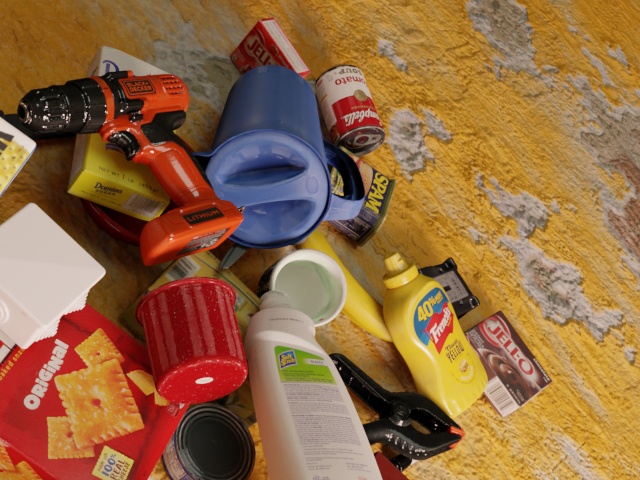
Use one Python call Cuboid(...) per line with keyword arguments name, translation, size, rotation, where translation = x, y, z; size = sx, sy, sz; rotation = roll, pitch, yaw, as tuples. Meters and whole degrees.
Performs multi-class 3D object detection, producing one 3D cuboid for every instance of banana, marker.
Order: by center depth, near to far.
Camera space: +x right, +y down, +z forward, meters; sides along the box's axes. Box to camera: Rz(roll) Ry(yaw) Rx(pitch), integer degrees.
Cuboid(name="marker", translation=(0.114, 0.228, 1.179), size=(0.120, 0.020, 0.020), rotation=(-21, 75, -47))
Cuboid(name="banana", translation=(0.029, 0.046, 1.232), size=(0.198, 0.037, 0.069), rotation=(54, 42, 6))

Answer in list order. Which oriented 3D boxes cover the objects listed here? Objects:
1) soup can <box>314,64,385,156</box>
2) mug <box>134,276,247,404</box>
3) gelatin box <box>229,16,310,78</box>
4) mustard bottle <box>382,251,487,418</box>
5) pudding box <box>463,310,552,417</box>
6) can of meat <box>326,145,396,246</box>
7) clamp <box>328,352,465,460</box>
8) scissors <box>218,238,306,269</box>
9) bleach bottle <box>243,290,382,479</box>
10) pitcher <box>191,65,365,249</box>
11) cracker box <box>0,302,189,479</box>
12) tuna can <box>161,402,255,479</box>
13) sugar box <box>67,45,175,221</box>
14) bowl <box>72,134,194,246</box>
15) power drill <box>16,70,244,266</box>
Cuboid(name="soup can", translation=(0.037, -0.167, 1.379), size=(0.068, 0.069, 0.102), rotation=(5, 56, -38))
Cuboid(name="mug", translation=(-0.108, 0.096, 0.948), size=(0.117, 0.093, 0.081), rotation=(66, 6, -58))
Cuboid(name="gelatin box", translation=(-0.064, -0.221, 1.328), size=(0.030, 0.073, 0.089), rotation=(-24, 77, -48))
Cuboid(name="mustard bottle", translation=(0.120, 0.101, 1.215), size=(0.096, 0.058, 0.191), rotation=(-35, 102, -45))
Cuboid(name="pudding box", translation=(0.223, 0.151, 1.316), size=(0.089, 0.039, 0.113), rotation=(-23, 76, -48))
Cuboid(name="can of meat", translation=(0.037, -0.056, 1.303), size=(0.084, 0.058, 0.102), rotation=(33, 43, -12))
Cuboid(name="clamp", translation=(0.074, 0.184, 1.154), size=(0.171, 0.039, 0.120), rotation=(15, 51, -24))
Cuboid(name="scissors", translation=(-0.058, 0.001, 1.145), size=(0.096, 0.016, 0.201), rotation=(20, 23, -10))
Cuboid(name="bleach bottle", translation=(-0.011, 0.151, 0.979), size=(0.102, 0.068, 0.251), rotation=(10, 43, -28))
Cuboid(name="pitcher", translation=(-0.046, -0.100, 1.168), size=(0.149, 0.145, 0.243), rotation=(59, 14, -25))
Cuboid(name="cracker box", translation=(-0.230, 0.133, 0.919), size=(0.213, 0.072, 0.164), rotation=(39, 41, -10))
Cuboid(name="tuna can", translation=(-0.106, 0.199, 1.004), size=(0.086, 0.034, 0.086), rotation=(22, 48, -27))
Cuboid(name="sugar box", translation=(-0.193, -0.110, 1.069), size=(0.093, 0.048, 0.176), rotation=(21, 49, -28))
Cuboid(name="bowl", translation=(-0.191, -0.051, 1.104), size=(0.161, 0.055, 0.162), rotation=(22, 47, -27))
Cuboid(name="power drill", translation=(-0.167, -0.072, 0.982), size=(0.184, 0.057, 0.188), rotation=(-17, 72, -45))
